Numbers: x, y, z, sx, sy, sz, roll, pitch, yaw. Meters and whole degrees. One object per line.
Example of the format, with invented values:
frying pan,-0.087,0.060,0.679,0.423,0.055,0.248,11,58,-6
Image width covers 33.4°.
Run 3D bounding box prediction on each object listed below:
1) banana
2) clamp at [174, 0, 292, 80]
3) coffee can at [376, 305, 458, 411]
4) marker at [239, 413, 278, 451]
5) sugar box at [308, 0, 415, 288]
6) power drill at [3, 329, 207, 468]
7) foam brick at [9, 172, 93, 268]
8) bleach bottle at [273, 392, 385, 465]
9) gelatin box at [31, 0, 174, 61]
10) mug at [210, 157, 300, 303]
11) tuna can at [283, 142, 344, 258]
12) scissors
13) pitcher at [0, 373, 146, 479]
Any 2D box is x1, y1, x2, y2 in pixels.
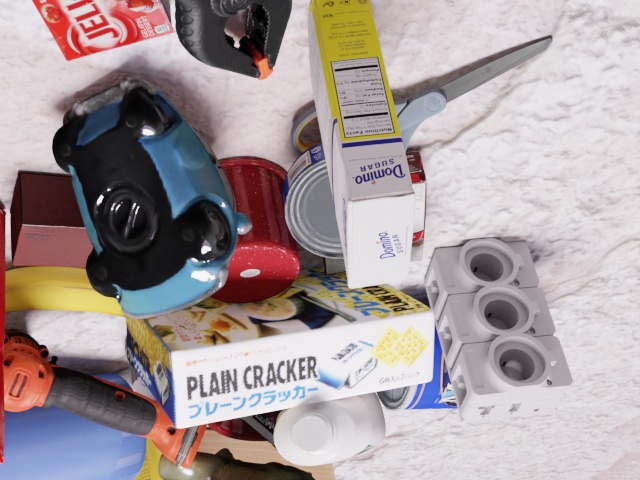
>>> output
banana,-0.200,0.048,0.911,0.197,0.037,0.070,6,158,-22
clamp,-0.052,-0.164,0.643,0.120,0.039,0.171,-34,152,3
coffee can,0.133,0.114,1.040,0.140,0.103,0.103,2,143,-20
marker,-0.055,0.186,1.060,0.020,0.020,0.121,-20,145,11
sugar box,0.025,-0.067,0.689,0.048,0.176,0.093,-9,145,-5
power drill,-0.196,0.128,0.905,0.187,0.057,0.185,21,178,-17
foam brick,-0.192,-0.014,0.809,0.078,0.051,0.053,4,141,-22
bleach bottle,0.000,0.162,0.915,0.102,0.068,0.250,-16,171,5
gelatin box,-0.136,-0.154,0.646,0.073,0.030,0.089,-14,145,3
mug,-0.056,0.001,0.844,0.093,0.081,0.117,-24,143,17
tuna can,0.015,-0.031,0.790,0.086,0.034,0.086,-3,121,-4
scissors,0.079,-0.085,0.797,0.202,0.016,0.096,-13,120,1
pitcher,-0.291,0.198,0.977,0.242,0.145,0.149,-6,-171,-37
